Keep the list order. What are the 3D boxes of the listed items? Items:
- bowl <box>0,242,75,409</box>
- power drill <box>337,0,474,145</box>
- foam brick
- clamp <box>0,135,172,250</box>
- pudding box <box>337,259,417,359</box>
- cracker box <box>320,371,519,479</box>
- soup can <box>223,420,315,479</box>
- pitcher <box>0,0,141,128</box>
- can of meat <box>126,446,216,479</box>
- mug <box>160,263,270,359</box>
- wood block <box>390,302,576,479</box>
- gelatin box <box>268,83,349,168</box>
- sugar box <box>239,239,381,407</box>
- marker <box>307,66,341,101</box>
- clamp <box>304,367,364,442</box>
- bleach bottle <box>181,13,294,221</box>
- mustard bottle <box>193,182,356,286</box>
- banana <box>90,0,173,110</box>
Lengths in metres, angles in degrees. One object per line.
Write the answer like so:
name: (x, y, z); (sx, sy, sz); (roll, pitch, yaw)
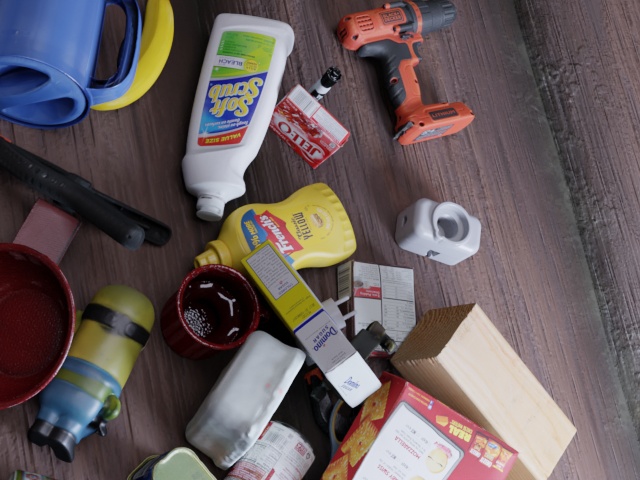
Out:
bowl: (-0.303, 0.086, 1.041); (0.162, 0.055, 0.162); (-3, 76, 13)
power drill: (0.130, -0.227, 1.402); (0.184, 0.057, 0.188); (-17, 77, -27)
foam brick: (-0.292, 0.007, 1.104); (0.051, 0.053, 0.078); (30, 60, -14)
clamp: (-0.253, -0.047, 1.123); (0.210, 0.164, 0.036); (30, 91, 8)
pudding box: (0.068, 0.083, 1.265); (0.089, 0.039, 0.113); (8, 71, -27)
cracker box: (0.087, 0.273, 1.138); (0.164, 0.072, 0.213); (33, 83, -19)
soup can: (-0.059, 0.248, 1.122); (0.068, 0.069, 0.102); (43, 58, -7)
pitcher: (-0.284, -0.251, 1.159); (0.149, 0.145, 0.243); (30, 56, -38)
can of meat: (-0.138, 0.259, 1.069); (0.102, 0.084, 0.057); (50, 58, -2)
mug: (-0.111, 0.081, 1.150); (0.117, 0.082, 0.093); (0, 72, -27)
wood block: (0.189, 0.180, 1.237); (0.206, 0.091, 0.090); (51, 58, -16)
gelatin box: (-0.017, -0.135, 1.283); (0.089, 0.073, 0.030); (43, 59, -7)
sugar box: (-0.012, 0.087, 1.117); (0.048, 0.093, 0.176); (-36, 54, -2)
marker: (-0.007, -0.174, 1.273); (0.020, 0.121, 0.020); (9, 68, -24)
clamp: (0.055, 0.204, 1.213); (0.120, 0.039, 0.171); (-35, 89, -33)
bleach bottle: (-0.099, -0.140, 1.243); (0.102, 0.068, 0.251); (9, 68, -1)
mustard bottle: (-0.058, 0.001, 1.220); (0.191, 0.058, 0.096); (-19, 78, -30)
banana: (-0.213, -0.213, 1.234); (0.069, 0.037, 0.197); (38, 59, -11)
